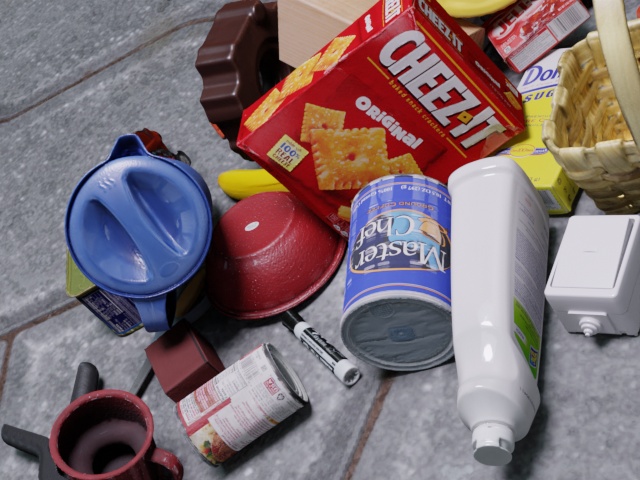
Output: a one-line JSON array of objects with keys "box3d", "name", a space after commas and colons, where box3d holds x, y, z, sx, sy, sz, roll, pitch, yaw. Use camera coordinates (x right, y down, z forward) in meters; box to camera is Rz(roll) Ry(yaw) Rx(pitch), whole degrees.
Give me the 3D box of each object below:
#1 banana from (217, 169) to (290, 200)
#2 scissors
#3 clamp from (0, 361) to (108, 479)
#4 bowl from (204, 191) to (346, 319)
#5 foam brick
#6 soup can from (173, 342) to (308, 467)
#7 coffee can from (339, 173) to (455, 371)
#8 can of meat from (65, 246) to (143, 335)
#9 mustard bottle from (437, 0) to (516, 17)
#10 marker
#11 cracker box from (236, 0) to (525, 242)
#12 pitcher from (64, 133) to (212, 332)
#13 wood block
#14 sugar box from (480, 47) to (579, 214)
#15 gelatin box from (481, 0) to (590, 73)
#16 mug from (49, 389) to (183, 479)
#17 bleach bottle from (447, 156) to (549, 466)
[{"box3d": [-0.040, -0.068, 1.166, 0.198, 0.037, 0.069, -9, 18, 29], "name": "banana"}, {"box3d": [-0.177, 0.103, 1.120, 0.096, 0.016, 0.201, 18, 64, 49], "name": "scissors"}, {"box3d": [-0.246, 0.196, 1.068, 0.120, 0.039, 0.172, -49, 45, -5], "name": "clamp"}, {"box3d": [-0.057, 0.001, 1.079, 0.162, 0.055, 0.162, -18, 41, 16], "name": "bowl"}, {"box3d": [-0.126, 0.124, 1.030, 0.051, 0.053, 0.078, -39, 37, 0], "name": "foam brick"}, {"box3d": [-0.071, 0.146, 0.952, 0.102, 0.068, 0.068, -35, 38, 4], "name": "soup can"}, {"box3d": [0.073, 0.027, 0.925, 0.103, 0.102, 0.140, -18, 43, 25], "name": "coffee can"}, {"box3d": [-0.229, 0.043, 1.166, 0.057, 0.084, 0.102, -29, 39, 12], "name": "can of meat"}, {"box3d": [0.156, -0.276, 1.104, 0.096, 0.058, 0.191, -11, 20, 9], "name": "mustard bottle"}, {"box3d": [-0.003, 0.096, 0.985, 0.020, 0.020, 0.121, -44, 39, -6], "name": "marker"}, {"box3d": [0.055, -0.111, 0.985, 0.214, 0.164, 0.072, -34, 29, 28], "name": "cracker box"}, {"box3d": [-0.168, -0.015, 1.077, 0.149, 0.145, 0.243, -54, 5, 4], "name": "pitcher"}, {"box3d": [0.058, -0.204, 1.107, 0.206, 0.091, 0.090, 32, 49, 32], "name": "wood block"}, {"box3d": [0.213, -0.104, 0.986, 0.094, 0.048, 0.176, 3, 56, 43], "name": "sugar box"}, {"box3d": [0.207, -0.214, 1.039, 0.089, 0.030, 0.073, -38, 36, 16], "name": "gelatin box"}, {"box3d": [-0.178, 0.198, 0.966, 0.117, 0.081, 0.093, 8, 49, 13], "name": "mug"}, {"box3d": [0.138, 0.056, 0.843, 0.068, 0.102, 0.250, -18, 42, 30], "name": "bleach bottle"}]
